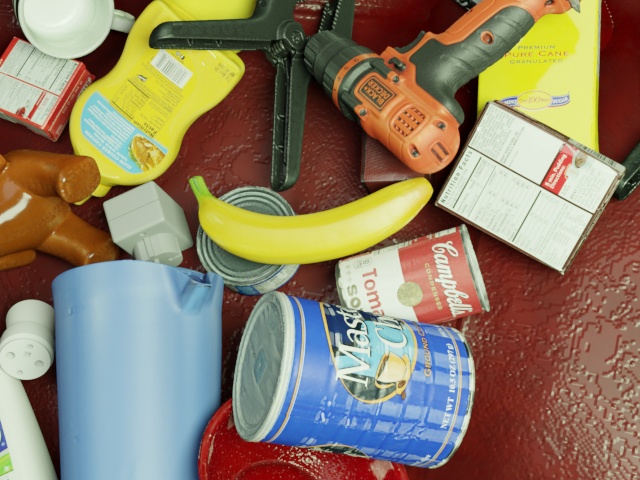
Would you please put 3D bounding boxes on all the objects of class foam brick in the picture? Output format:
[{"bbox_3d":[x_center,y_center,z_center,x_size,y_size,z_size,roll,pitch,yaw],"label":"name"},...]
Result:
[{"bbox_3d":[0.064,-0.073,0.857,0.051,0.053,0.078,-3,71,16],"label":"foam brick"}]

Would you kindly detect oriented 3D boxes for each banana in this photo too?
[{"bbox_3d":[-0.013,-0.016,0.823,0.198,0.037,0.069,2,90,14],"label":"banana"}]

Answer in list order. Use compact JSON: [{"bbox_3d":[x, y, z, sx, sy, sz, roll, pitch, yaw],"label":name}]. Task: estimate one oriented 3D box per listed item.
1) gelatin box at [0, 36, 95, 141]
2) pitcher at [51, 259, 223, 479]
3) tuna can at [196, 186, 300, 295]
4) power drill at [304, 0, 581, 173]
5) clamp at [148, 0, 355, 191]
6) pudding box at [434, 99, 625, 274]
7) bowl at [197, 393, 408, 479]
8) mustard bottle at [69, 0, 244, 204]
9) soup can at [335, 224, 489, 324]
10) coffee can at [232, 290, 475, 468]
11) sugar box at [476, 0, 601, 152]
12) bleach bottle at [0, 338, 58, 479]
[{"bbox_3d":[-0.265,-0.141,0.992,0.089,0.030,0.073,23,77,23],"label":"gelatin box"},{"bbox_3d":[-0.142,0.145,0.807,0.145,0.149,0.243,-3,72,0],"label":"pitcher"},{"bbox_3d":[-0.056,0.001,0.875,0.086,0.033,0.086,-6,69,15],"label":"tuna can"},{"bbox_3d":[0.088,-0.157,0.805,0.188,0.057,0.185,-46,48,5],"label":"power drill"},{"bbox_3d":[-0.038,-0.166,0.880,0.036,0.164,0.209,-15,37,51],"label":"clamp"},{"bbox_3d":[0.155,-0.041,0.795,0.113,0.039,0.090,31,106,13],"label":"pudding box"},{"bbox_3d":[-0.017,0.182,0.760,0.162,0.055,0.162,16,44,-16],"label":"bowl"},{"bbox_3d":[-0.158,-0.105,0.913,0.096,0.058,0.192,39,107,-8],"label":"mustard bottle"},{"bbox_3d":[0.069,0.034,0.807,0.102,0.068,0.068,-16,67,11],"label":"soup can"},{"bbox_3d":[0.021,0.098,0.744,0.140,0.103,0.103,13,70,-19],"label":"coffee can"},{"bbox_3d":[0.173,-0.151,0.839,0.093,0.048,0.176,0,84,17],"label":"sugar box"},{"bbox_3d":[-0.280,0.164,0.869,0.102,0.068,0.251,-31,63,4],"label":"bleach bottle"}]
